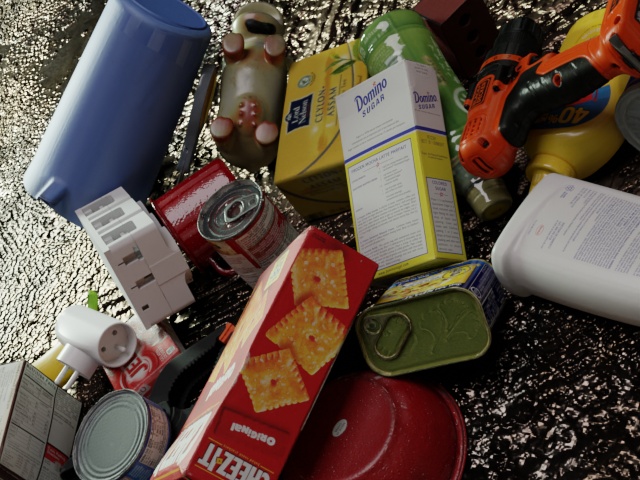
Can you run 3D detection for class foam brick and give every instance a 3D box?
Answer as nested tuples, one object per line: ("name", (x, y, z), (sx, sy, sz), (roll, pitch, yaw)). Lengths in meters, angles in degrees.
("foam brick", (0.133, -0.206, 1.039), (0.053, 0.078, 0.051), (-45, 44, -5))

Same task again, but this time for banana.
("banana", (-0.288, 0.130, 1.054), (0.197, 0.069, 0.037), (-38, 25, -17))

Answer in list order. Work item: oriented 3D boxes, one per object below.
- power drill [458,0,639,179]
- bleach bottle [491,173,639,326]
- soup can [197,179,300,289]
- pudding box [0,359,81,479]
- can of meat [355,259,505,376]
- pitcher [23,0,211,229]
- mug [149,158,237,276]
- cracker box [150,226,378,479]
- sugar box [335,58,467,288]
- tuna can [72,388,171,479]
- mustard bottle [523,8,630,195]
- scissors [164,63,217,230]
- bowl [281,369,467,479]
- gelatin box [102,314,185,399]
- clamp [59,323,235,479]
("power drill", (0.197, -0.149, 0.855), (0.188, 0.057, 0.184), (-33, 29, 48))
("bleach bottle", (0.251, 0.027, 0.762), (0.251, 0.068, 0.102), (23, 70, 43))
("soup can", (-0.056, 0.001, 0.979), (0.069, 0.102, 0.068), (-20, 45, 21))
("pudding box", (-0.272, 0.180, 0.991), (0.039, 0.090, 0.113), (-17, 47, 23))
("can of meat", (0.089, 0.058, 0.832), (0.102, 0.057, 0.083), (-16, 10, 24))
("pitcher", (-0.204, -0.140, 1.124), (0.243, 0.144, 0.149), (-61, 33, 23))
("mug", (-0.102, -0.018, 1.049), (0.081, 0.093, 0.117), (-36, 67, -2))
("cracker box", (-0.049, 0.111, 0.840), (0.213, 0.072, 0.164), (-62, 7, -23))
("sugar box", (0.067, -0.055, 0.912), (0.094, 0.048, 0.176), (-22, 67, 46))
("tuna can", (-0.169, 0.173, 0.913), (0.086, 0.033, 0.086), (-21, 51, 28))
("mustard bottle", (0.222, -0.110, 0.903), (0.096, 0.058, 0.191), (3, 57, 50))
("scissors", (-0.139, -0.094, 1.133), (0.096, 0.016, 0.202), (-81, 8, -68))
("bowl", (0.028, 0.157, 0.817), (0.162, 0.055, 0.162), (-20, 45, 21))
("gelatin box", (-0.170, 0.111, 1.021), (0.073, 0.030, 0.089), (-41, 41, 0))
("clamp", (-0.139, 0.164, 0.948), (0.165, 0.036, 0.210), (16, 69, 43))
